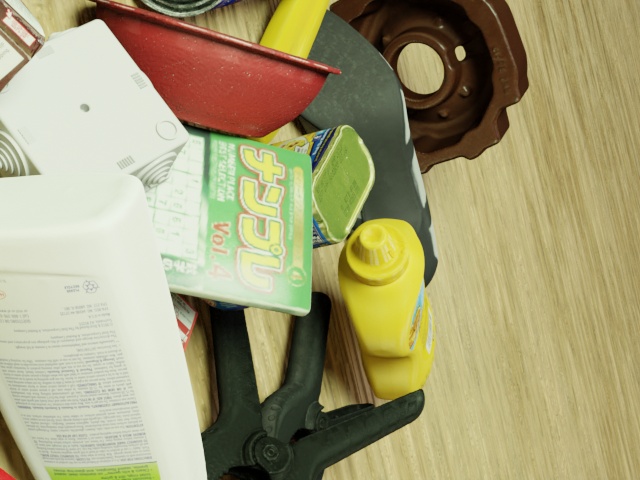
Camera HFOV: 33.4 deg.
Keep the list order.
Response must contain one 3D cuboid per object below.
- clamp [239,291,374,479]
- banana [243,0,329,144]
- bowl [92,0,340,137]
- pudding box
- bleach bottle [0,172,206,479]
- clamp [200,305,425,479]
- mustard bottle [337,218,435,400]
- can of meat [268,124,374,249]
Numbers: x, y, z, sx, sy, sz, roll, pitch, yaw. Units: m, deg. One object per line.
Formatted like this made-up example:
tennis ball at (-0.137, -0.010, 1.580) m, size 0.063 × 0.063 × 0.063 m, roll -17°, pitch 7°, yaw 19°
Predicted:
clamp at (-0.014, 0.117, 0.748) m, size 0.171 × 0.039 × 0.120 m, roll -47°, pitch 119°, yaw -56°
banana at (-0.025, -0.135, 0.794) m, size 0.037 × 0.070 × 0.197 m, roll 33°, pitch 51°, yaw -22°
bowl at (-0.071, -0.103, 0.660) m, size 0.161 × 0.162 × 0.055 m, roll 2°, pitch 107°, yaw -58°
pudding box at (-0.184, -0.130, 0.512) m, size 0.090 × 0.039 × 0.114 m, roll 46°, pitch 1°, yaw -39°
bleach bottle at (-0.113, 0.092, 0.537) m, size 0.068 × 0.103 × 0.251 m, roll -71°, pitch 156°, yaw -60°
clamp at (-0.043, 0.127, 0.667) m, size 0.164 × 0.036 × 0.209 m, roll 37°, pitch 56°, yaw -1°
mustard bottle at (0.047, 0.040, 0.750) m, size 0.191 × 0.058 × 0.096 m, roll 72°, pitch 22°, yaw -62°
can of meat at (-0.017, -0.033, 0.754) m, size 0.057 × 0.084 × 0.102 m, roll 59°, pitch 36°, yaw -27°
